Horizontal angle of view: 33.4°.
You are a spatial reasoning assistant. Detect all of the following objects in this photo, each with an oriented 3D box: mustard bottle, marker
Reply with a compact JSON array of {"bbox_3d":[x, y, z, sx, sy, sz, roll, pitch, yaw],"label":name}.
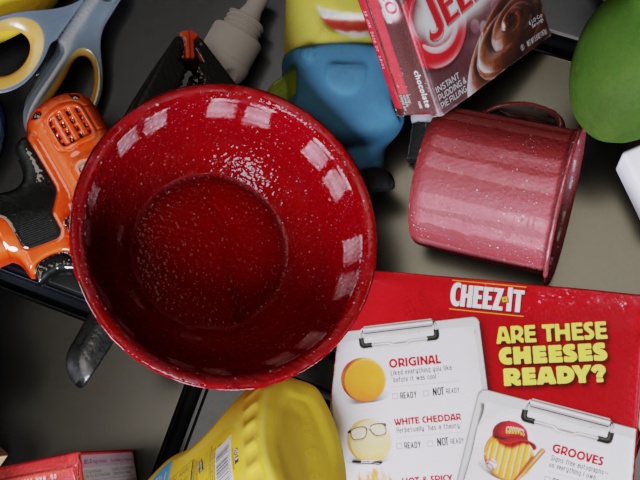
[{"bbox_3d":[-0.065,0.159,0.587,0.192,0.058,0.096,-43,41,33],"label":"mustard bottle"},{"bbox_3d":[0.066,-0.102,0.651,0.020,0.020,0.121,3,82,11],"label":"marker"}]

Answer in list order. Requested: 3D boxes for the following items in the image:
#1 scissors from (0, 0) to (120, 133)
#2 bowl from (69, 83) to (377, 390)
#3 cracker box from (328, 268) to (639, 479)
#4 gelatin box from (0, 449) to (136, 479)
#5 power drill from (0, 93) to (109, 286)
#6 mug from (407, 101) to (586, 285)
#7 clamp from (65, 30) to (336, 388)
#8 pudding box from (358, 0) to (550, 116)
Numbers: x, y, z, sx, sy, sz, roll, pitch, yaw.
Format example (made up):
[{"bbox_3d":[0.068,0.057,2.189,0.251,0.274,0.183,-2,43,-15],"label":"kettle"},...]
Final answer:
[{"bbox_3d":[-0.158,-0.160,0.686,0.096,0.016,0.202,21,86,-18],"label":"scissors"},{"bbox_3d":[-0.054,0.001,0.571,0.162,0.055,0.162,3,78,-16],"label":"bowl"},{"bbox_3d":[0.086,0.131,0.586,0.164,0.072,0.213,5,82,11],"label":"cracker box"},{"bbox_3d":[-0.155,0.142,0.618,0.073,0.089,0.030,-12,79,8],"label":"gelatin box"},{"bbox_3d":[-0.175,0.025,0.632,0.187,0.057,0.184,-29,83,-18],"label":"power drill"},{"bbox_3d":[0.102,-0.038,0.606,0.081,0.093,0.117,13,55,17],"label":"mug"},{"bbox_3d":[-0.061,-0.017,0.625,0.164,0.036,0.210,5,77,-22],"label":"clamp"},{"bbox_3d":[0.075,-0.133,0.598,0.039,0.113,0.090,5,125,46],"label":"pudding box"}]
